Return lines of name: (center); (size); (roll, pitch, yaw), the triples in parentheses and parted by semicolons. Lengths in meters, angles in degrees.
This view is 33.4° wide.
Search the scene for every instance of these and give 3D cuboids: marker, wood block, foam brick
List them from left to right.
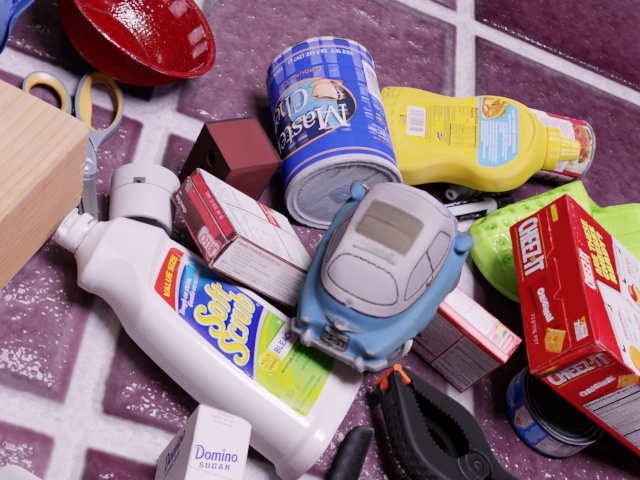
wood block: (-0.256, -0.012, 0.740); (0.090, 0.091, 0.205); (27, 47, 5)
foam brick: (-0.077, -0.059, 0.892); (0.051, 0.078, 0.053); (-14, 62, -35)
marker: (0.142, -0.030, 1.031); (0.120, 0.020, 0.020); (-10, 63, -34)

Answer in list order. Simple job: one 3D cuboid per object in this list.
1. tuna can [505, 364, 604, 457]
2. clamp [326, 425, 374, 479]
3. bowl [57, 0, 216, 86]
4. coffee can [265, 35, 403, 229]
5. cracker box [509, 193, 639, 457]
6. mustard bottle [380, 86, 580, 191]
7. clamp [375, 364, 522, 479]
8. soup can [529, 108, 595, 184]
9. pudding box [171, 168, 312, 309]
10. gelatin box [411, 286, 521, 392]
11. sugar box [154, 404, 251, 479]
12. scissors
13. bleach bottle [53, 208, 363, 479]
tuna can: (0.204, 0.144, 0.926); (0.086, 0.034, 0.086); (15, 51, -19)
clamp: (0.019, 0.218, 0.767); (0.120, 0.039, 0.171); (45, 47, 13)
bowl: (-0.171, -0.189, 0.934); (0.162, 0.055, 0.162); (33, 34, -26)
coffee can: (0.010, -0.095, 0.949); (0.102, 0.103, 0.140); (7, 54, -25)
cracker box: (0.255, 0.086, 0.917); (0.213, 0.072, 0.164); (36, 36, -31)
mustard bottle: (0.148, -0.093, 1.009); (0.191, 0.058, 0.096); (5, 59, 2)
clamp: (0.110, 0.189, 0.820); (0.210, 0.036, 0.164); (48, 35, 7)
soup can: (0.219, -0.099, 1.092); (0.102, 0.069, 0.068); (10, 53, -22)
pudding box: (-0.056, 0.001, 0.839); (0.113, 0.039, 0.090); (28, 21, -43)
gelatin box: (0.114, 0.081, 0.884); (0.073, 0.089, 0.030); (41, 61, 3)
sugar box: (-0.088, 0.204, 0.680); (0.048, 0.093, 0.176); (23, 49, -14)
scissors: (-0.210, -0.069, 0.868); (0.096, 0.016, 0.201); (17, 51, -15)
bleach bottle: (-0.093, 0.066, 0.794); (0.251, 0.068, 0.102); (36, 44, -2)
